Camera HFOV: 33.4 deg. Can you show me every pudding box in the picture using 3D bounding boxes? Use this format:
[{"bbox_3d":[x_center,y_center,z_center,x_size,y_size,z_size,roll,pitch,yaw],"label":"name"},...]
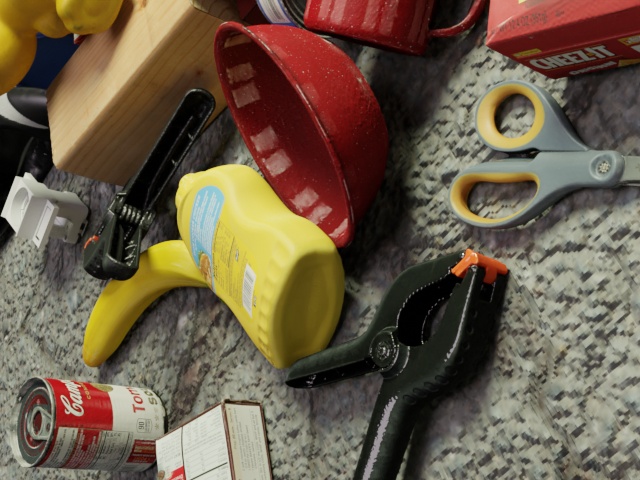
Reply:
[{"bbox_3d":[-0.073,0.178,0.745,0.090,0.039,0.113,-33,58,39],"label":"pudding box"}]

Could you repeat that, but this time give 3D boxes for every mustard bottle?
[{"bbox_3d":[-0.055,0.001,0.752,0.192,0.058,0.096,43,136,47],"label":"mustard bottle"}]

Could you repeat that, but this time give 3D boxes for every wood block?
[{"bbox_3d":[-0.131,-0.140,0.861,0.206,0.090,0.091,-40,51,36],"label":"wood block"}]

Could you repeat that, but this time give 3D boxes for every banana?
[{"bbox_3d":[-0.142,0.045,0.863,0.198,0.037,0.069,-28,58,43],"label":"banana"}]

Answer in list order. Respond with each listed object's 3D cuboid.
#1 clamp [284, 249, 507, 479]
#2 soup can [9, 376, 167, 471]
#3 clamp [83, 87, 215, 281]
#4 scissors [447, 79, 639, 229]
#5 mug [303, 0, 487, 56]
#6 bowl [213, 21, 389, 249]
[{"bbox_3d":[0.042,0.068,0.641,0.171,0.039,0.120,-56,48,14],"label":"clamp"},{"bbox_3d":[-0.179,0.144,0.829,0.069,0.102,0.068,-17,67,46],"label":"soup can"},{"bbox_3d":[-0.154,-0.013,0.845,0.210,0.036,0.164,-40,25,54],"label":"clamp"},{"bbox_3d":[0.147,-0.055,0.567,0.202,0.016,0.096,-14,69,47],"label":"scissors"},{"bbox_3d":[0.048,-0.161,0.669,0.117,0.093,0.081,16,98,14],"label":"mug"},{"bbox_3d":[-0.004,-0.077,0.684,0.162,0.055,0.162,52,163,23],"label":"bowl"}]
